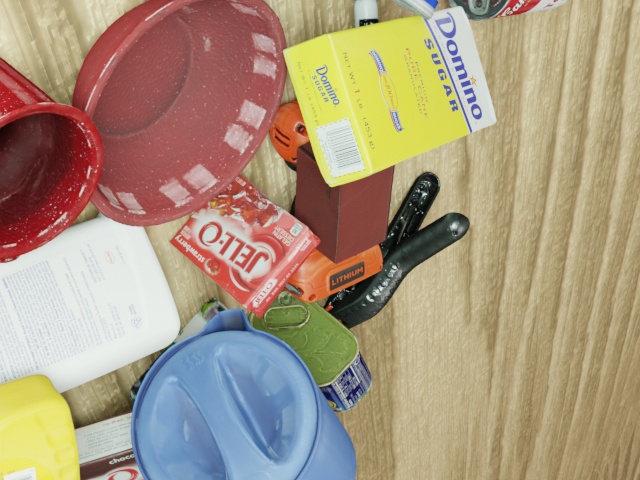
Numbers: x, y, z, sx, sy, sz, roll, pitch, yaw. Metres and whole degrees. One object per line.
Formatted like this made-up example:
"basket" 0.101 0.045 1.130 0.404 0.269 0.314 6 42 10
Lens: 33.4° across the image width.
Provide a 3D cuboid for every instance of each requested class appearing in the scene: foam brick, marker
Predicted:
"foam brick" 0.017 -0.033 0.775 0.051 0.053 0.078 -25 138 -30
"marker" 0.034 -0.140 0.767 0.020 0.020 0.121 -15 106 -45

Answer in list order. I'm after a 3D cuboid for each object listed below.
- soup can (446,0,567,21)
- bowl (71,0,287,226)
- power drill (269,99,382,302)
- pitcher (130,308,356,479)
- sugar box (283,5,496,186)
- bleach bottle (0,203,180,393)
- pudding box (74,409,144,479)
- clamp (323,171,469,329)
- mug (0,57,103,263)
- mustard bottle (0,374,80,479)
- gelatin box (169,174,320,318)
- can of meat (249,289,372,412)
"soup can" 0.153 -0.213 0.851 0.102 0.069 0.069 -18 136 -44
"bowl" -0.096 -0.090 0.657 0.161 0.055 0.162 -35 145 -29
"power drill" 0.028 -0.051 0.870 0.184 0.057 0.188 -21 135 -35
"pitcher" -0.043 0.169 0.819 0.149 0.145 0.242 -49 158 -8
"sugar box" 0.054 -0.104 0.729 0.175 0.048 0.093 -26 101 -48
"bleach bottle" -0.216 0.060 0.638 0.250 0.102 0.068 -20 170 -29
"pudding box" -0.170 0.177 0.822 0.113 0.039 0.090 -19 145 -2
"clamp" 0.066 0.019 0.954 0.039 0.120 0.171 35 95 -15
"mug" -0.179 -0.041 0.575 0.093 0.082 0.117 -26 141 -36
"mustard bottle" -0.228 0.142 0.574 0.191 0.058 0.096 -16 127 -31
"gelatin box" -0.055 0.001 0.778 0.073 0.089 0.030 -50 149 -2
"can of meat" -0.006 0.097 0.938 0.057 0.102 0.084 -46 151 -11
